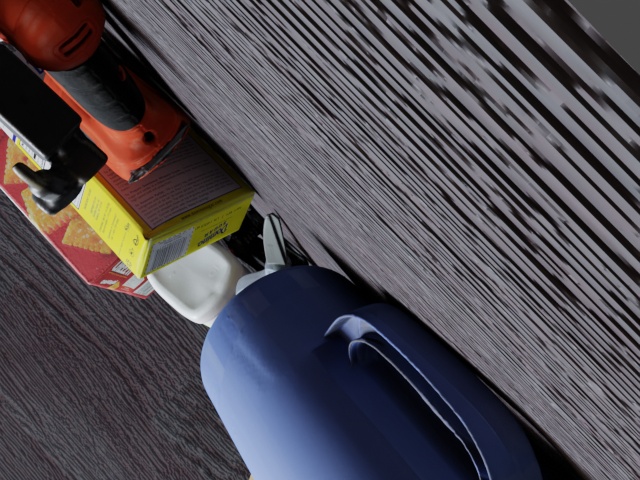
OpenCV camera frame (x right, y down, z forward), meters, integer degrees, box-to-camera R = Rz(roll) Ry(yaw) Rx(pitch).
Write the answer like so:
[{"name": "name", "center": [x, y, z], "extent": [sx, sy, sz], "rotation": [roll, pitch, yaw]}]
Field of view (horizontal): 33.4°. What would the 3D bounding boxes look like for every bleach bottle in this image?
[{"name": "bleach bottle", "center": [-0.053, 0.078, 1.012], "extent": [0.103, 0.068, 0.250], "rotation": [34, 175, 41]}]

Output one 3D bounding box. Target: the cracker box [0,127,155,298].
[{"name": "cracker box", "center": [-0.234, -0.048, 1.004], "extent": [0.214, 0.072, 0.164], "rotation": [47, -179, 11]}]

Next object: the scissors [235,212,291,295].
[{"name": "scissors", "center": [-0.014, 0.026, 0.799], "extent": [0.096, 0.016, 0.202], "rotation": [13, 158, -10]}]

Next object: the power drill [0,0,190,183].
[{"name": "power drill", "center": [-0.158, -0.120, 0.590], "extent": [0.185, 0.057, 0.187], "rotation": [43, 175, 26]}]

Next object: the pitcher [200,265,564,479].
[{"name": "pitcher", "center": [0.032, 0.108, 0.544], "extent": [0.144, 0.149, 0.243], "rotation": [29, -168, -42]}]

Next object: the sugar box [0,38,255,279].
[{"name": "sugar box", "center": [-0.137, -0.062, 0.709], "extent": [0.176, 0.093, 0.048], "rotation": [44, 135, 20]}]

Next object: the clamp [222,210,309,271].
[{"name": "clamp", "center": [-0.056, 0.001, 0.918], "extent": [0.120, 0.039, 0.171], "rotation": [51, 174, 8]}]
